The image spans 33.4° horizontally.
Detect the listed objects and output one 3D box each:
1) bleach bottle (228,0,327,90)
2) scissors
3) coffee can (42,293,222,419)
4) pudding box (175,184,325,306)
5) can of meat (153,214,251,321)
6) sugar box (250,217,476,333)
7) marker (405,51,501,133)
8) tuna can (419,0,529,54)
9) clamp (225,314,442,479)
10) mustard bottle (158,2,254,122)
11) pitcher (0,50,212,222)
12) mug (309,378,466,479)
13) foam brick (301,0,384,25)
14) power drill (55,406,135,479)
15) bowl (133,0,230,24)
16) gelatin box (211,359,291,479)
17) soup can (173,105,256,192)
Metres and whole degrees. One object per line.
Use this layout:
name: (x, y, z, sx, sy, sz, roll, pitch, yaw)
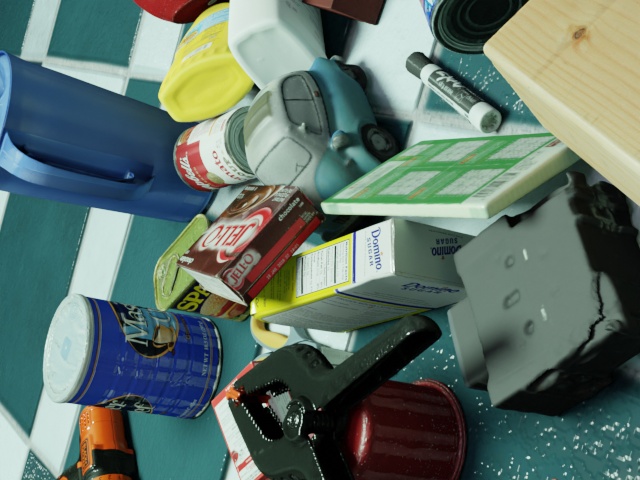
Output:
bleach bottle: (-0.040, -0.256, 1.006, 0.068, 0.102, 0.251, -20, 50, 23)
scissors: (-0.013, 0.110, 0.888, 0.202, 0.016, 0.096, 31, 106, 56)
coffee can: (-0.180, 0.113, 1.025, 0.103, 0.140, 0.103, -26, 57, 50)
pudding box: (-0.055, 0.001, 0.814, 0.090, 0.039, 0.114, -48, 17, -14)
can of meat: (-0.092, 0.028, 0.974, 0.102, 0.083, 0.057, -45, 45, 39)
sugar box: (0.033, 0.029, 0.779, 0.177, 0.093, 0.048, -24, 61, 50)
marker: (0.097, -0.114, 0.802, 0.020, 0.020, 0.121, -63, 35, 19)
tuna can: (0.113, -0.169, 0.738, 0.086, 0.086, 0.034, -44, 46, 40)
clamp: (0.002, 0.110, 0.694, 0.210, 0.036, 0.164, 20, 95, 57)
mustard bottle: (-0.100, -0.189, 1.057, 0.096, 0.058, 0.191, -27, 28, 18)
pitcher: (-0.224, -0.088, 1.069, 0.145, 0.242, 0.149, -26, 57, 50)
mug: (0.041, 0.147, 0.733, 0.093, 0.081, 0.117, -38, 49, 44)
foam brick: (0.028, -0.231, 0.919, 0.053, 0.051, 0.078, 34, 107, 55)
power drill: (-0.259, 0.295, 1.155, 0.188, 0.057, 0.184, -49, 38, 31)
bowl: (-0.124, -0.269, 1.097, 0.162, 0.161, 0.055, -29, 87, 49)
gelatin box: (-0.050, 0.156, 0.899, 0.073, 0.030, 0.089, -47, 56, 40)
soup can: (-0.088, -0.087, 1.025, 0.102, 0.068, 0.068, -11, 69, 54)
